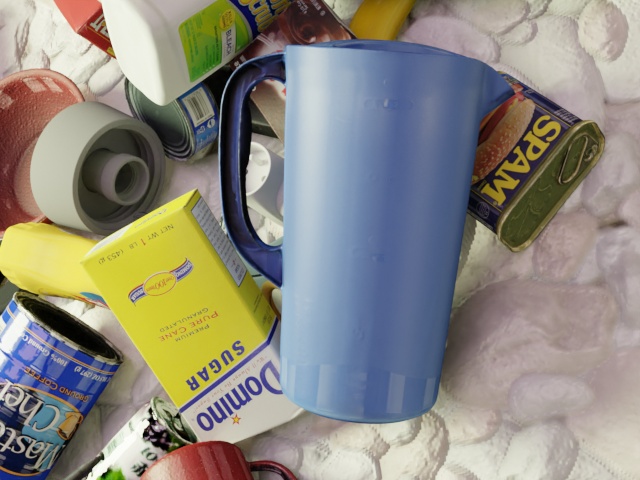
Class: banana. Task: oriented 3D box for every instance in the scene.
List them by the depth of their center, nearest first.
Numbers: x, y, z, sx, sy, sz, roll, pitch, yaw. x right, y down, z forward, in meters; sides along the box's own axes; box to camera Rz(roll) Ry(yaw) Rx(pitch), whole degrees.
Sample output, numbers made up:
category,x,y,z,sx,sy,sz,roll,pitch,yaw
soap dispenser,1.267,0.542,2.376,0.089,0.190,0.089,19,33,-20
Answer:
category,x,y,z,sx,sy,sz,roll,pitch,yaw
banana,0.046,-0.122,0.825,0.070,0.037,0.198,0,73,29

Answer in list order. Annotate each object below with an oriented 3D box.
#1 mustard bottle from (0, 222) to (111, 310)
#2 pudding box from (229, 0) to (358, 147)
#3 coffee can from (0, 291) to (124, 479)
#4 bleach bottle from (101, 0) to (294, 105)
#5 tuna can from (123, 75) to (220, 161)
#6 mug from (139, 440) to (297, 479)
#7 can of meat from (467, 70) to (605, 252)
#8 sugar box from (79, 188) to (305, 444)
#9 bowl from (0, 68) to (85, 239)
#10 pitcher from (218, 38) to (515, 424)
category,x,y,z,sx,sy,sz,roll,pitch,yaw
mustard bottle,-0.157,0.031,0.845,0.192,0.096,0.058,12,80,30
pudding box,-0.005,-0.122,0.808,0.090,0.039,0.113,-42,59,14
coffee can,-0.238,0.127,0.851,0.103,0.102,0.140,33,90,32
bleach bottle,-0.047,-0.210,0.832,0.250,0.102,0.068,-38,64,-21
tuna can,-0.122,-0.110,0.880,0.086,0.086,0.033,32,55,32
mug,-0.069,0.192,0.756,0.117,0.093,0.081,-19,56,-12
can of meat,0.132,-0.058,0.747,0.084,0.057,0.102,41,94,34
sugar box,-0.084,0.061,0.765,0.093,0.048,0.176,-27,104,18
bowl,-0.257,-0.070,0.956,0.162,0.055,0.162,-9,69,25
pitcher,0.024,-0.010,0.706,0.149,0.144,0.243,15,104,48
